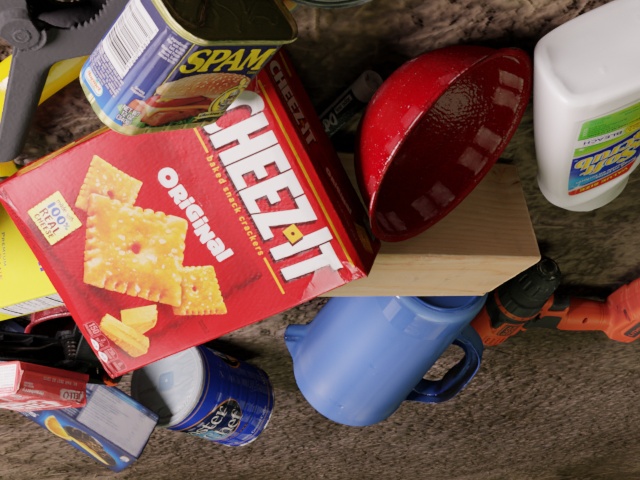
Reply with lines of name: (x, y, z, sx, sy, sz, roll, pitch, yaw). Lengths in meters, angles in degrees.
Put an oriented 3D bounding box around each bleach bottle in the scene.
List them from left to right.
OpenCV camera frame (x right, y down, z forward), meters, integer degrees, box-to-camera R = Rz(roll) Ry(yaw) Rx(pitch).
bleach bottle: (0.212, -0.083, 0.805, 0.102, 0.068, 0.250, -23, 158, 3)

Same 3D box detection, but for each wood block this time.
wood block: (0.063, -0.010, 0.868, 0.205, 0.091, 0.090, 1, 156, -30)

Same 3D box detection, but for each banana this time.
banana: (-0.207, -0.092, 0.730, 0.069, 0.037, 0.198, -16, 166, -37)

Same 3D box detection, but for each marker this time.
marker: (0.006, -0.088, 0.799, 0.020, 0.020, 0.121, 10, 151, -31)

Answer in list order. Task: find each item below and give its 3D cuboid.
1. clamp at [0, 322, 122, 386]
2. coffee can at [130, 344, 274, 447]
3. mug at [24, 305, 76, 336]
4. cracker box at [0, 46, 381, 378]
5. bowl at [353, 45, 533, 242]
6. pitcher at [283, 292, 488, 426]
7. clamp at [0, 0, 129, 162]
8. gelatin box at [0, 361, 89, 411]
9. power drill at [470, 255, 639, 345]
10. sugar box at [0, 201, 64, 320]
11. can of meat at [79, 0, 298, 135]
clamp: (-0.207, 0.092, 0.914, 0.120, 0.039, 0.171, -9, 162, 22)
coffee can: (-0.133, 0.175, 1.226, 0.103, 0.103, 0.140, -20, 152, 27)
mug: (-0.218, 0.041, 0.948, 0.093, 0.081, 0.117, -6, 155, 0)
cracker box: (-0.090, -0.016, 0.738, 0.214, 0.164, 0.072, -23, -164, 19)
bowl: (0.075, -0.078, 0.743, 0.162, 0.055, 0.162, -37, 154, -22)
pitcher: (0.078, 0.085, 1.053, 0.149, 0.145, 0.243, -17, 158, -28)
clamp: (-0.169, -0.122, 0.619, 0.210, 0.036, 0.164, -21, 144, 17)
gelatin box: (-0.251, 0.124, 0.897, 0.089, 0.030, 0.073, -10, 159, 37)
power drill: (0.270, 0.064, 1.137, 0.187, 0.057, 0.185, 3, 157, -12)
sugar box: (-0.238, 0.010, 0.863, 0.176, 0.093, 0.048, -16, 162, 20)
can of meat: (-0.077, -0.108, 0.609, 0.101, 0.057, 0.084, -14, 156, -52)
